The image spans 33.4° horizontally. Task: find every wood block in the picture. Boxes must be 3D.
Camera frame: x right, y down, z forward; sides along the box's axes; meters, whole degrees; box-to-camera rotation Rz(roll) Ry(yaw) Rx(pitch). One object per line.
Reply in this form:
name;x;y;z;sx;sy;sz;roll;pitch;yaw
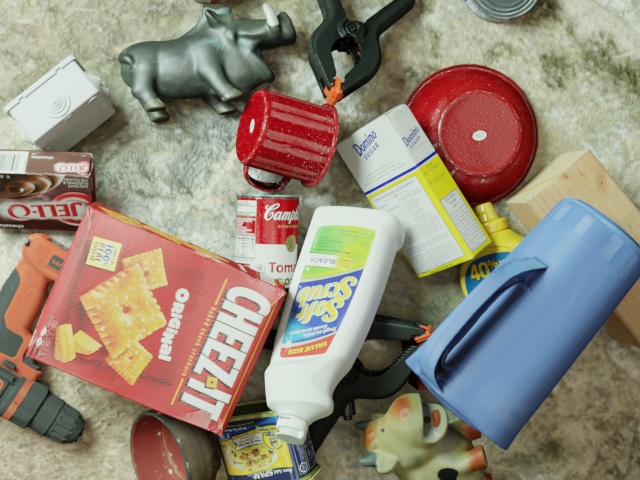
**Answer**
wood block;0.309;0.010;1.167;0.090;0.091;0.206;-41;96;-3

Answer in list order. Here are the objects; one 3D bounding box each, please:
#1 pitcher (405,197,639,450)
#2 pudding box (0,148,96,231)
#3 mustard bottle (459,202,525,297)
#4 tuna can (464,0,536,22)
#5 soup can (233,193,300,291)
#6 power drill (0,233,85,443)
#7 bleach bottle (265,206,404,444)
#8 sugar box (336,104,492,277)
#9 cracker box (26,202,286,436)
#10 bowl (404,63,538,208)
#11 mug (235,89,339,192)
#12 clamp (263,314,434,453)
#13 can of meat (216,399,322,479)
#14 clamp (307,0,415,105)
pitcher;0.204;0.074;1.056;0.145;0.149;0.243;40;92;-4
pudding box;-0.289;-0.051;1.103;0.113;0.090;0.039;4;50;-5
mustard bottle;0.205;0.052;1.164;0.096;0.058;0.191;-18;87;30
tuna can;0.198;-0.284;1.175;0.086;0.034;0.086;0;92;-6
soup can;-0.057;0.001;1.138;0.068;0.068;0.102;2;93;-6
power drill;-0.293;0.102;1.123;0.184;0.057;0.187;33;87;-12
bleach bottle;0.010;0.087;1.089;0.103;0.068;0.250;6;61;20
sugar box;0.098;-0.051;1.141;0.048;0.094;0.176;-33;95;-39
cracker box;-0.163;0.078;1.068;0.213;0.072;0.164;24;94;-6
bowl;0.168;-0.116;1.167;0.162;0.055;0.162;0;92;-6
mug;-0.042;-0.101;1.122;0.081;0.093;0.117;14;127;-24
clamp;0.027;0.146;1.146;0.210;0.036;0.164;-17;97;14
can of meat;-0.059;0.217;1.135;0.102;0.057;0.084;-12;97;23
clamp;0.023;-0.225;1.133;0.120;0.039;0.171;22;61;3
